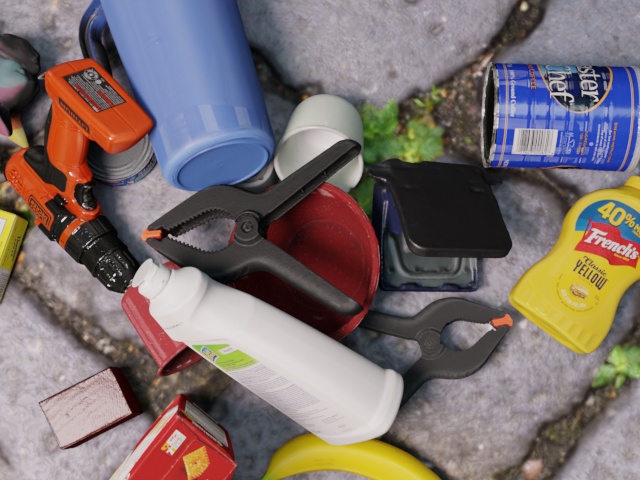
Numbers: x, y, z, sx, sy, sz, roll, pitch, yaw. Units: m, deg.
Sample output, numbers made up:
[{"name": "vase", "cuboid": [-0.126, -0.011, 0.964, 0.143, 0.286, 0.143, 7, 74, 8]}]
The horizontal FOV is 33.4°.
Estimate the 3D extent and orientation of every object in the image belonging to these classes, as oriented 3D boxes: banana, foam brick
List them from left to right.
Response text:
[{"name": "foam brick", "cuboid": [-0.219, 0.160, 1.021, 0.078, 0.053, 0.051, -27, 82, -3]}, {"name": "banana", "cuboid": [0.037, 0.219, 1.015, 0.198, 0.037, 0.069, 7, 88, 2]}]

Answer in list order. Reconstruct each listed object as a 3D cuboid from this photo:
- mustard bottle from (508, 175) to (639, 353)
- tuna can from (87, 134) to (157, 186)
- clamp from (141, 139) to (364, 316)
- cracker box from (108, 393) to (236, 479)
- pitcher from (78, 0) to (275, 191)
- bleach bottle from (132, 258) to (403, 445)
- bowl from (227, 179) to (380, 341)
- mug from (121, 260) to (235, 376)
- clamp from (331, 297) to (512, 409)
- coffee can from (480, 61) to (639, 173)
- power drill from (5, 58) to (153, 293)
[{"name": "mustard bottle", "cuboid": [0.273, 0.008, 1.029, 0.096, 0.058, 0.191, 37, 84, 5]}, {"name": "tuna can", "cuboid": [-0.204, -0.098, 1.069, 0.086, 0.034, 0.086, 0, 81, 1]}, {"name": "clamp", "cuboid": [-0.056, 0.001, 0.964, 0.210, 0.036, 0.164, -10, 70, 8]}, {"name": "cracker box", "cuboid": [-0.148, 0.225, 0.928, 0.072, 0.214, 0.164, 39, 83, -3]}, {"name": "pitcher", "cuboid": [-0.135, -0.168, 1.011, 0.144, 0.149, 0.243, -10, 68, -22]}, {"name": "bleach bottle", "cuboid": [-0.051, 0.092, 0.935, 0.250, 0.103, 0.068, 36, 54, -23]}, {"name": "bowl", "cuboid": [-0.008, 0.023, 1.019, 0.162, 0.055, 0.162, -1, 88, 25]}, {"name": "mug", "cuboid": [-0.128, 0.063, 1.010, 0.117, 0.093, 0.081, -42, 76, 28]}, {"name": "clamp", "cuboid": [0.097, 0.094, 1.032, 0.171, 0.039, 0.120, -26, 85, -2]}, {"name": "coffee can", "cuboid": [0.231, -0.118, 1.027, 0.140, 0.103, 0.103, 2, 81, 2]}, {"name": "power drill", "cuboid": [-0.216, -0.060, 0.994, 0.184, 0.188, 0.057, 45, 45, 14]}]
